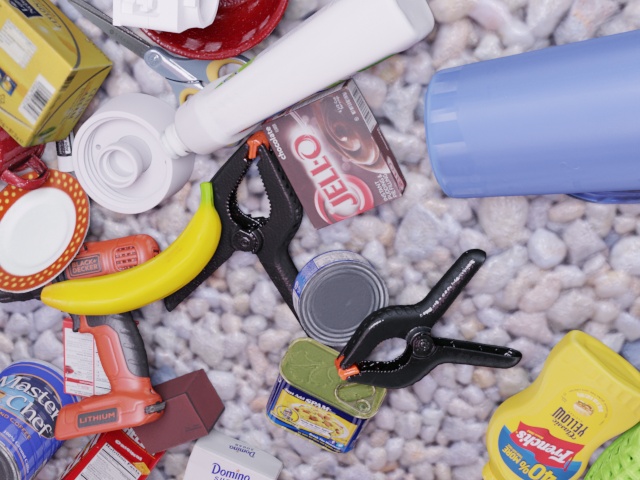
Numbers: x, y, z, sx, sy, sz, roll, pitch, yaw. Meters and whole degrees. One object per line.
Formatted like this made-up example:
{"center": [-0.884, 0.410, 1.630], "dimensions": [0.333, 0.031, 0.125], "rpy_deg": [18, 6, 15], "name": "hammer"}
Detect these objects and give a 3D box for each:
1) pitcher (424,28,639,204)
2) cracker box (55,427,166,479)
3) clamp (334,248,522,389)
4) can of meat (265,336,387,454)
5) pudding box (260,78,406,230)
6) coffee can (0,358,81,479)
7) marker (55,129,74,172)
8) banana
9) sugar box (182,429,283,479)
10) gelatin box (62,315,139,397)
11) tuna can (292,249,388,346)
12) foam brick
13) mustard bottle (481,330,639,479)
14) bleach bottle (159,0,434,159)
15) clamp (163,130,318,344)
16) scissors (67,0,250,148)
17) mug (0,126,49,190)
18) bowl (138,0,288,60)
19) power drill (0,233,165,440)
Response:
{"center": [0.215, -0.091, 0.853], "dimensions": [0.243, 0.144, 0.149], "rpy_deg": [-5, 98, 20], "name": "pitcher"}
{"center": [-0.261, 0.285, 1.075], "dimensions": [0.072, 0.213, 0.164], "rpy_deg": [43, 115, -3], "name": "cracker box"}
{"center": [0.100, 0.095, 0.981], "dimensions": [0.171, 0.039, 0.120], "rpy_deg": [-30, 100, 5], "name": "clamp"}
{"center": [0.003, 0.152, 1.025], "dimensions": [0.102, 0.057, 0.084], "rpy_deg": [26, 138, 4], "name": "can of meat"}
{"center": [0.013, -0.076, 0.951], "dimensions": [0.090, 0.039, 0.113], "rpy_deg": [-22, 105, 22], "name": "pudding box"}
{"center": [-0.321, 0.198, 1.095], "dimensions": [0.103, 0.140, 0.103], "rpy_deg": [5, 113, 13], "name": "coffee can"}
{"center": [-0.246, -0.125, 1.010], "dimensions": [0.020, 0.020, 0.121], "rpy_deg": [3, 113, 13], "name": "marker"}
{"center": [-0.163, 0.025, 0.987], "dimensions": [0.198, 0.037, 0.069], "rpy_deg": [-33, 86, 8], "name": "banana"}
{"center": [-0.110, 0.292, 1.132], "dimensions": [0.093, 0.048, 0.176], "rpy_deg": [24, 112, 5], "name": "sugar box"}
{"center": [-0.226, 0.121, 1.100], "dimensions": [0.073, 0.030, 0.089], "rpy_deg": [9, 113, 10], "name": "gelatin box"}
{"center": [0.018, 0.052, 0.988], "dimensions": [0.086, 0.034, 0.086], "rpy_deg": [-5, 113, -12], "name": "tuna can"}
{"center": [-0.148, 0.175, 1.090], "dimensions": [0.078, 0.051, 0.053], "rpy_deg": [-21, 106, 22], "name": "foam brick"}
{"center": [0.211, 0.179, 0.993], "dimensions": [0.096, 0.058, 0.192], "rpy_deg": [37, 116, -1], "name": "mustard bottle"}
{"center": [-0.030, -0.141, 0.904], "dimensions": [0.251, 0.102, 0.068], "rpy_deg": [-28, 100, 24], "name": "bleach bottle"}
{"center": [-0.057, 0.001, 1.002], "dimensions": [0.164, 0.036, 0.210], "rpy_deg": [17, 119, 6], "name": "clamp"}
{"center": [-0.130, -0.171, 0.963], "dimensions": [0.096, 0.016, 0.201], "rpy_deg": [-38, 99, 23], "name": "scissors"}
{"center": [-0.310, -0.088, 1.007], "dimensions": [0.117, 0.081, 0.093], "rpy_deg": [41, 116, -4], "name": "mug"}
{"center": [-0.093, -0.238, 0.904], "dimensions": [0.162, 0.055, 0.162], "rpy_deg": [5, 113, 13], "name": "bowl"}
{"center": [-0.234, 0.095, 1.042], "dimensions": [0.184, 0.057, 0.187], "rpy_deg": [-11, 87, 13], "name": "power drill"}
